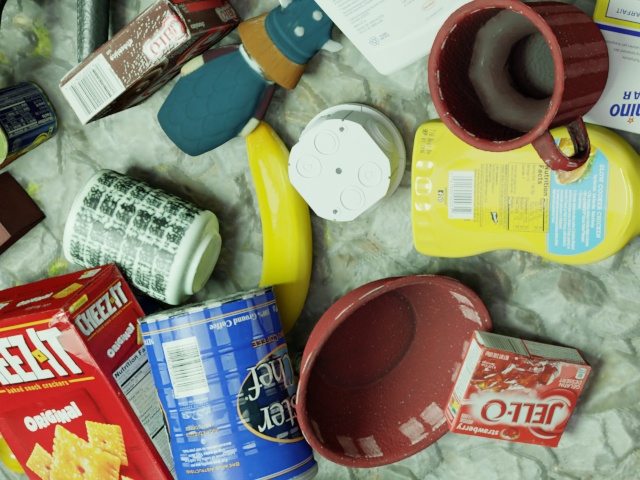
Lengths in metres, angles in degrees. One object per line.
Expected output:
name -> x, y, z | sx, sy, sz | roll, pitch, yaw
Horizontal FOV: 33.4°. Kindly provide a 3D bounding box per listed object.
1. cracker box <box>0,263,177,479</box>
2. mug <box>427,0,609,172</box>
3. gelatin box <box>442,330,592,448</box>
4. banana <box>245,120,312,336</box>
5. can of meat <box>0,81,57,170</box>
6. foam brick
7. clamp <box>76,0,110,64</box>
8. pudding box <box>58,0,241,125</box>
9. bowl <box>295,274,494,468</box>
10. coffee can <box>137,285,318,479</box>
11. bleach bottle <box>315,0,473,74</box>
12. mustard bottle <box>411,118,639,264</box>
cracker box -> -0.184, 0.136, 0.844 | 0.164, 0.072, 0.213 | -13, 113, 37
mug -> 0.133, -0.096, 0.665 | 0.093, 0.081, 0.117 | -37, 78, 40
gelatin box -> 0.143, 0.110, 0.779 | 0.089, 0.030, 0.073 | 12, 112, -15
banana -> -0.039, 0.009, 0.819 | 0.070, 0.037, 0.198 | 15, 112, 12
can of meat -> -0.268, -0.080, 0.838 | 0.102, 0.083, 0.057 | -26, 99, 24
foam brick -> -0.280, -0.011, 0.882 | 0.078, 0.053, 0.051 | -35, 95, 24
clamp -> -0.169, -0.214, 0.784 | 0.120, 0.039, 0.172 | 45, 115, 1
pudding box -> -0.122, -0.134, 0.769 | 0.114, 0.090, 0.039 | -31, 94, 25
bowl -> 0.046, 0.085, 0.782 | 0.161, 0.055, 0.162 | -12, 121, -22
coffee can -> -0.067, 0.112, 0.777 | 0.103, 0.102, 0.140 | -14, 90, 22
bleach bottle -> 0.001, -0.223, 0.661 | 0.103, 0.068, 0.250 | -31, 120, 24
mustard bottle -> 0.160, -0.033, 0.729 | 0.192, 0.058, 0.096 | 4, 103, 17
